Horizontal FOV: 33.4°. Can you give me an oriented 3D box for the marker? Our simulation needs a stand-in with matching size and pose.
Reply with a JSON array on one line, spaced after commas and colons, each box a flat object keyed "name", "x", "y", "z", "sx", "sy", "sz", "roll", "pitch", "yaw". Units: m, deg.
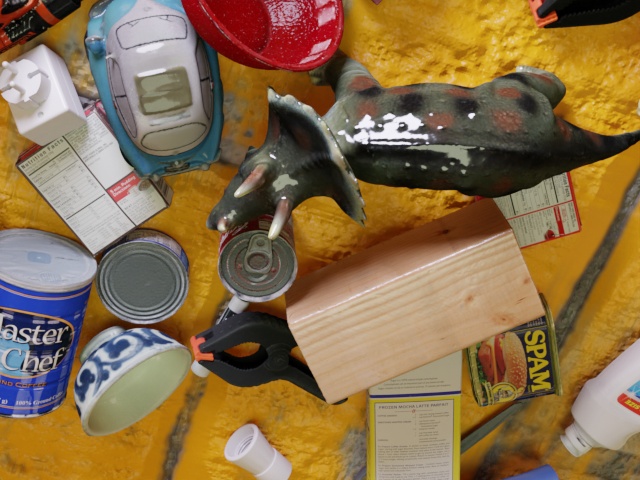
[{"name": "marker", "x": -0.090, "y": 0.080, "z": 1.028, "sx": 0.020, "sy": 0.020, "sz": 0.121, "roll": 26, "pitch": 111, "yaw": -15}]

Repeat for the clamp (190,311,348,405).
[{"name": "clamp", "x": -0.038, "y": 0.114, "z": 1.029, "sx": 0.171, "sy": 0.039, "sz": 0.120, "roll": -4, "pitch": 112, "yaw": -12}]

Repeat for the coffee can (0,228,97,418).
[{"name": "coffee can", "x": -0.267, "y": 0.074, "z": 0.967, "sx": 0.102, "sy": 0.103, "sz": 0.140, "roll": 14, "pitch": 114, "yaw": -10}]

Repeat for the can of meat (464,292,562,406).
[{"name": "can of meat", "x": 0.185, "y": 0.109, "z": 1.040, "sx": 0.084, "sy": 0.057, "sz": 0.102, "roll": -11, "pitch": 115, "yaw": 4}]

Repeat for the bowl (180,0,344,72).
[{"name": "bowl", "x": -0.058, "y": -0.196, "z": 0.848, "sx": 0.162, "sy": 0.162, "sz": 0.055, "roll": 42, "pitch": 137, "yaw": -20}]

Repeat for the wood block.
[{"name": "wood block", "x": 0.080, "y": 0.052, "z": 0.948, "sx": 0.206, "sy": 0.091, "sz": 0.090, "roll": -23, "pitch": 111, "yaw": 5}]

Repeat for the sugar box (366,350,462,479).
[{"name": "sugar box", "x": 0.091, "y": 0.166, "z": 1.058, "sx": 0.093, "sy": 0.048, "sz": 0.176, "roll": -2, "pitch": 106, "yaw": -3}]

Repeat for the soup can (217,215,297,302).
[{"name": "soup can", "x": -0.056, "y": 0.001, "z": 0.947, "sx": 0.068, "sy": 0.102, "sz": 0.068, "roll": -2, "pitch": 115, "yaw": -3}]

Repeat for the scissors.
[{"name": "scissors", "x": 0.113, "y": 0.222, "z": 1.110, "sx": 0.096, "sy": 0.016, "sz": 0.202, "roll": 29, "pitch": 110, "yaw": -16}]

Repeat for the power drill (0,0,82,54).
[{"name": "power drill", "x": -0.246, "y": -0.180, "z": 0.806, "sx": 0.184, "sy": 0.187, "sz": 0.057, "roll": -29, "pitch": 96, "yaw": 10}]

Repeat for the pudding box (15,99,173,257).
[{"name": "pudding box", "x": -0.199, "y": -0.054, "z": 0.947, "sx": 0.090, "sy": 0.039, "sz": 0.113, "roll": -32, "pitch": 111, "yaw": 10}]

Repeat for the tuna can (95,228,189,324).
[{"name": "tuna can", "x": -0.164, "y": 0.032, "z": 0.992, "sx": 0.086, "sy": 0.034, "sz": 0.086, "roll": -1, "pitch": 115, "yaw": -3}]

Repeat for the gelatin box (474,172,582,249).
[{"name": "gelatin box", "x": 0.191, "y": -0.033, "z": 0.988, "sx": 0.089, "sy": 0.030, "sz": 0.073, "roll": -17, "pitch": 114, "yaw": 4}]
